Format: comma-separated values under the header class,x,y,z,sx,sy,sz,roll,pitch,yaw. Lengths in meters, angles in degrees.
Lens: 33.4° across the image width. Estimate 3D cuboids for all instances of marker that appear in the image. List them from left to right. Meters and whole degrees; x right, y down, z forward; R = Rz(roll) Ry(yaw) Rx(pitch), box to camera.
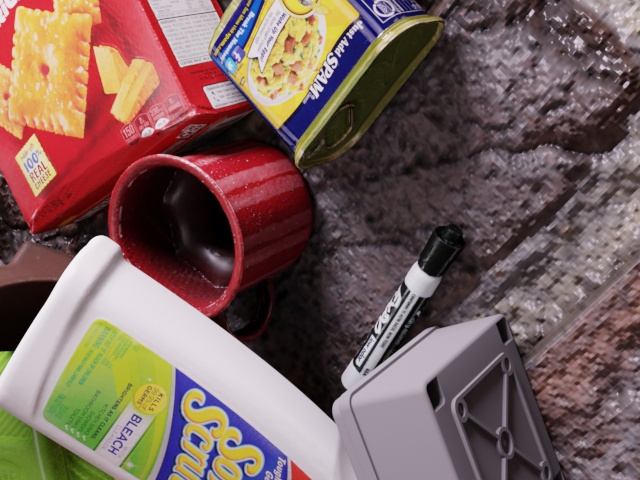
class,x,y,z,sx,sy,sz,roll,pitch,yaw
marker,0.045,0.039,0.586,0.020,0.020,0.121,40,123,17

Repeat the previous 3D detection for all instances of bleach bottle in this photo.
class,x,y,z,sx,sy,sz,roll,pitch,yaw
bleach bottle,-0.038,0.107,0.557,0.250,0.068,0.103,33,107,-5

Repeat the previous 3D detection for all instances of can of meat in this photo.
class,x,y,z,sx,sy,sz,roll,pitch,yaw
can of meat,-0.001,-0.102,0.548,0.084,0.057,0.102,49,125,14

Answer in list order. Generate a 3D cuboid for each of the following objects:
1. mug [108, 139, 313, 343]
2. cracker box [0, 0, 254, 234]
class,x,y,z,sx,sy,sz,roll,pitch,yaw
mug,-0.054,0.001,0.601,0.093,0.081,0.117,-12,98,36
cracker box,-0.151,-0.133,0.627,0.164,0.072,0.214,-28,89,37
